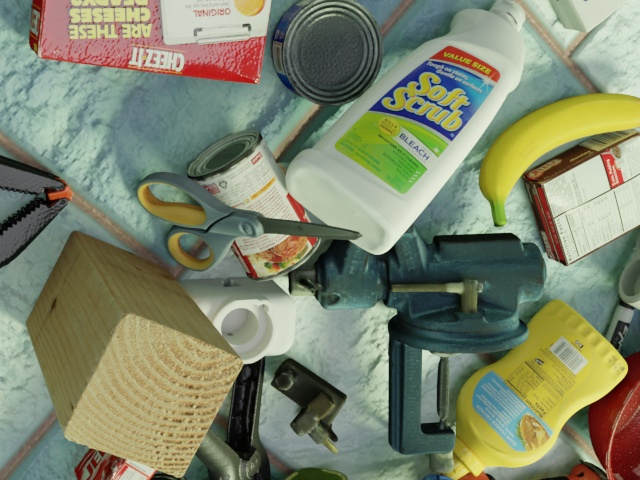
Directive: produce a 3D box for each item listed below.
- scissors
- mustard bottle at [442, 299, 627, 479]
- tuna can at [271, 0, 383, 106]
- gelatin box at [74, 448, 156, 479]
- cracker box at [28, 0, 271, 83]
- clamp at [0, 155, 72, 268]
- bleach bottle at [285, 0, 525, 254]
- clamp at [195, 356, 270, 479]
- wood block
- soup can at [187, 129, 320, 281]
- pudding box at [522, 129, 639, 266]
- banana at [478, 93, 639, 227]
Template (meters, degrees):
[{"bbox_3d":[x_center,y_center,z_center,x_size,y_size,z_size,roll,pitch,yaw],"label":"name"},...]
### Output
[{"bbox_3d":[-0.055,0.001,0.805,0.016,0.202,0.096,-47,146,-39],"label":"scissors"},{"bbox_3d":[0.183,0.151,0.984,0.191,0.058,0.096,-43,77,-4],"label":"mustard bottle"},{"bbox_3d":[0.005,-0.152,0.850,0.086,0.034,0.086,-6,107,-20],"label":"tuna can"},{"bbox_3d":[-0.159,0.173,0.860,0.030,0.073,0.089,37,91,-25],"label":"gelatin box"},{"bbox_3d":[-0.114,-0.230,0.760,0.164,0.072,0.214,4,105,-22],"label":"cracker box"},{"bbox_3d":[-0.285,-0.003,0.777,0.209,0.036,0.164,-9,108,-20],"label":"clamp"},{"bbox_3d":[0.084,-0.110,0.851,0.102,0.068,0.250,37,65,3],"label":"bleach bottle"},{"bbox_3d":[-0.068,0.176,0.903,0.120,0.039,0.171,-50,142,-42],"label":"clamp"},{"bbox_3d":[-0.141,0.072,0.762,0.090,0.206,0.091,26,95,-26],"label":"wood block"},{"bbox_3d":[-0.053,-0.028,0.845,0.068,0.069,0.102,-34,114,-9],"label":"soup can"},{"bbox_3d":[0.249,-0.041,0.978,0.113,0.039,0.090,-26,114,-11],"label":"pudding box"},{"bbox_3d":[0.207,-0.087,0.939,0.197,0.037,0.069,-34,85,-15],"label":"banana"}]
